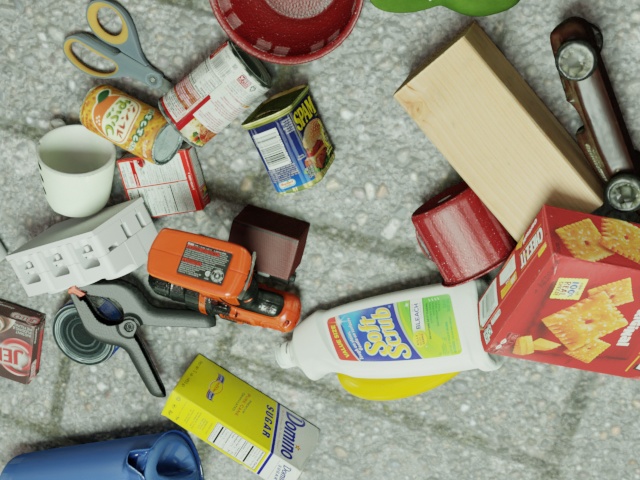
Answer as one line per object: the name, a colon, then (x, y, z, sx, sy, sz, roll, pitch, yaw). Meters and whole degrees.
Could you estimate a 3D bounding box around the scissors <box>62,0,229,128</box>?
scissors: (-0.182, -0.195, 1.147, 0.202, 0.016, 0.096, 19, 116, 7)

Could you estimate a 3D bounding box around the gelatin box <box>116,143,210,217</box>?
gelatin box: (-0.176, -0.066, 1.192, 0.089, 0.030, 0.073, -7, 111, 19)

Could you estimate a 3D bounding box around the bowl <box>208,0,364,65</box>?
bowl: (-0.029, -0.259, 1.055, 0.162, 0.055, 0.162, 6, 114, 13)

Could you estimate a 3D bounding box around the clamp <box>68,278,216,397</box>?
clamp: (-0.210, 0.092, 1.245, 0.171, 0.039, 0.120, 43, 91, -13)

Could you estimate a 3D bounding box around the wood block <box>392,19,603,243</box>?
wood block: (0.177, -0.101, 1.044, 0.091, 0.090, 0.206, -38, 97, 26)

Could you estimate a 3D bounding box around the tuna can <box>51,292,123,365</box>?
tuna can: (-0.281, 0.108, 1.292, 0.086, 0.033, 0.086, 6, 114, 13)

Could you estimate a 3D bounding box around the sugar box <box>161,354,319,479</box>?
sugar box: (-0.091, 0.213, 1.250, 0.176, 0.093, 0.048, 29, 117, 1)

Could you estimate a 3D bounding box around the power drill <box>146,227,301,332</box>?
power drill: (-0.121, 0.042, 1.147, 0.184, 0.187, 0.057, 13, 77, 13)

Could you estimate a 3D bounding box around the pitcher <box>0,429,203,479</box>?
pitcher: (-0.273, 0.318, 1.336, 0.243, 0.144, 0.149, -9, 97, 23)

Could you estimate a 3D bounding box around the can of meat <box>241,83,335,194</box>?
can of meat: (-0.030, -0.103, 1.096, 0.058, 0.102, 0.084, -18, 108, 21)

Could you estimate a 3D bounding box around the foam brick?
foam brick: (-0.058, 0.001, 1.174, 0.078, 0.053, 0.051, 18, 116, 9)

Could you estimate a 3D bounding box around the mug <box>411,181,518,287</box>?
mug: (0.140, -0.008, 1.103, 0.081, 0.093, 0.117, 59, 150, -7)

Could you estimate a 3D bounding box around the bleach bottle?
bleach bottle: (0.066, 0.112, 1.165, 0.251, 0.068, 0.102, -15, 76, 25)

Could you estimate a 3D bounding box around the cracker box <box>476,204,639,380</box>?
cracker box: (0.281, 0.059, 1.027, 0.213, 0.072, 0.164, 11, 139, -11)

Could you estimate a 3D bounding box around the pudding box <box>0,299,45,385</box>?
pudding box: (-0.403, 0.120, 1.330, 0.113, 0.039, 0.090, 18, 116, 8)

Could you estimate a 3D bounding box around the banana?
banana: (0.099, 0.142, 1.197, 0.198, 0.037, 0.069, -14, 108, 21)

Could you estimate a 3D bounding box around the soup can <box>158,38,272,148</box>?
soup can: (-0.109, -0.153, 1.106, 0.102, 0.068, 0.068, -38, 98, 15)
